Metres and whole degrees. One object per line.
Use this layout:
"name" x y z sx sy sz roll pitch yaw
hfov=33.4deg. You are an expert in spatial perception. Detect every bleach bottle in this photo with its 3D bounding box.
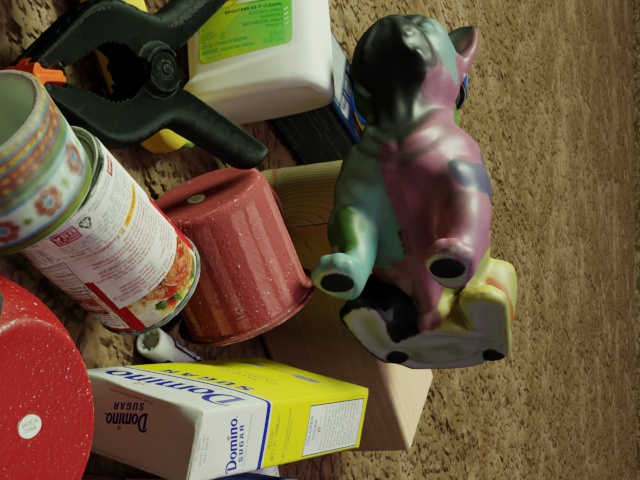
"bleach bottle" -0.051 -0.210 0.730 0.068 0.103 0.251 34 48 -72

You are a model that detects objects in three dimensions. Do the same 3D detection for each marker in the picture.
"marker" -0.079 0.085 0.687 0.121 0.020 0.020 47 44 -54

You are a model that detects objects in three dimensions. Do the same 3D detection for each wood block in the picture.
"wood block" 0.011 0.053 0.807 0.090 0.090 0.206 -61 139 -51

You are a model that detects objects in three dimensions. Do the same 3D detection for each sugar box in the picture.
"sugar box" -0.055 0.099 0.619 0.176 0.093 0.048 11 90 -59

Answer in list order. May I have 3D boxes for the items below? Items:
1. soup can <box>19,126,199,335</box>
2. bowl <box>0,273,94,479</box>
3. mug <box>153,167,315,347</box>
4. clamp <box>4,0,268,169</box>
"soup can" -0.117 -0.003 0.560 0.102 0.069 0.068 54 39 -48
"bowl" -0.152 0.081 0.482 0.161 0.055 0.162 -4 90 -65
"mug" -0.054 0.001 0.670 0.117 0.093 0.081 -49 125 -49
"clamp" -0.090 -0.083 0.587 0.171 0.039 0.120 -25 102 -44
